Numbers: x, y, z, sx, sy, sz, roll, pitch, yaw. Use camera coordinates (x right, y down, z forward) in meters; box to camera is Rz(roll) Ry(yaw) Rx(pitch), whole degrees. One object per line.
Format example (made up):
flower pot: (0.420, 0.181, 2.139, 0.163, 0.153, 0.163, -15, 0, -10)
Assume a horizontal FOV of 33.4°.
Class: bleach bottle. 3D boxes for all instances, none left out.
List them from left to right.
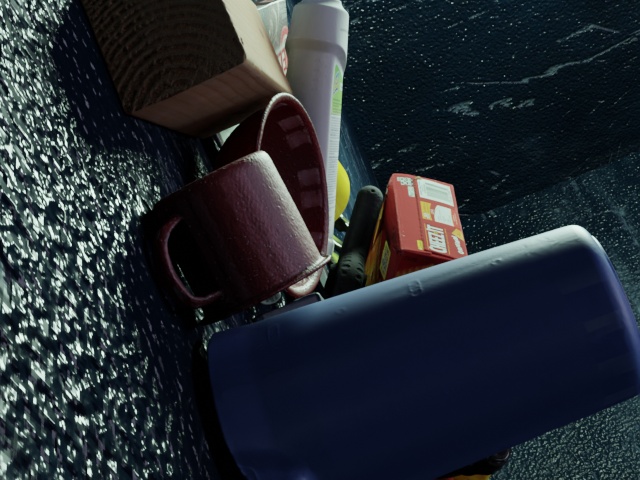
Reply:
bleach bottle: (-0.010, -0.109, 0.956, 0.102, 0.068, 0.251, -47, 144, -82)

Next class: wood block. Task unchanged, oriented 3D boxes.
wood block: (-0.090, -0.140, 0.790, 0.206, 0.090, 0.091, -5, 72, -83)

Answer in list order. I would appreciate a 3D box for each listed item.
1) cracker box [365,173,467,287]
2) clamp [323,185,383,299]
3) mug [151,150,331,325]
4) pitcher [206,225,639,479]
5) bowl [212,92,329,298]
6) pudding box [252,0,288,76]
cracker box: (0.072, 0.065, 1.017, 0.164, 0.072, 0.214, -89, -166, -61)
clamp: (0.022, 0.043, 0.983, 0.120, 0.039, 0.171, 99, 7, -45)
mug: (-0.059, 0.001, 0.659, 0.117, 0.093, 0.081, -31, 96, -46)
pitcher: (0.062, 0.075, 0.653, 0.145, 0.243, 0.149, 54, 16, -70)
bowl: (-0.044, -0.034, 0.846, 0.162, 0.055, 0.162, -4, 90, -71)
pudding box: (-0.057, -0.166, 0.959, 0.113, 0.039, 0.090, -50, 137, -66)
